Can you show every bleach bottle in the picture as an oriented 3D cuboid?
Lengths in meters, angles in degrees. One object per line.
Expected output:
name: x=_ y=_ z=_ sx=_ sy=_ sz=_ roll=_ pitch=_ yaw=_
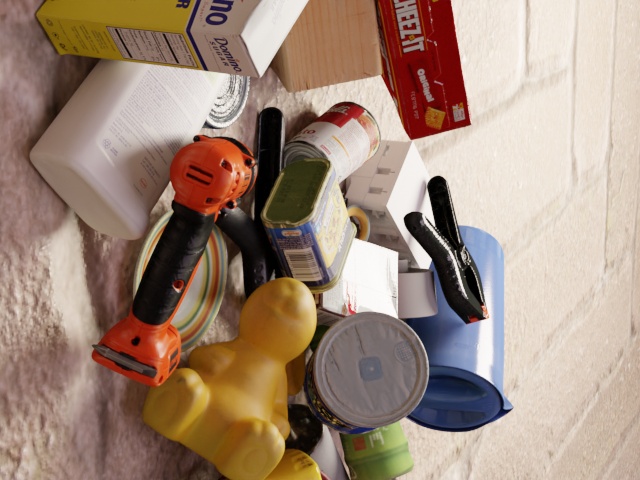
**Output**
bleach bottle: x=-0.113 y=-0.128 z=0.821 sx=0.250 sy=0.068 sz=0.102 roll=-59 pitch=137 yaw=-24

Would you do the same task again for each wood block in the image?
wood block: x=-0.008 y=-0.248 z=0.948 sx=0.090 sy=0.090 sz=0.206 roll=-119 pitch=-161 yaw=-62

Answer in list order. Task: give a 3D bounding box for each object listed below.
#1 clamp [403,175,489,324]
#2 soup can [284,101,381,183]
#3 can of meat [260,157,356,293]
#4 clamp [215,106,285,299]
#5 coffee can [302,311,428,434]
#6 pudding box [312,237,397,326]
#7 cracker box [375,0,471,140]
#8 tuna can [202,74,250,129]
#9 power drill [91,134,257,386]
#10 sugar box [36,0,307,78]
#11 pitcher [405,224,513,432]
clamp: x=0.141 y=0.020 z=1.183 sx=0.120 sy=0.039 sz=0.171 roll=-32 pitch=101 yaw=-55
soup can: x=0.009 y=-0.090 z=1.075 sx=0.102 sy=0.069 sz=0.068 roll=-44 pitch=134 yaw=-46
can of meat: x=-0.011 y=-0.015 z=0.989 sx=0.102 sy=0.057 sz=0.084 roll=-69 pitch=150 yaw=-45
clamp: x=-0.057 y=0.001 z=1.002 sx=0.164 sy=0.036 sz=0.210 roll=-59 pitch=148 yaw=-54
coffee can: x=0.039 y=0.128 z=1.005 sx=0.140 sy=0.103 sz=0.103 roll=111 pitch=-5 yaw=-76
pudding box: x=0.030 y=0.044 z=1.085 sx=0.113 sy=0.039 sz=0.090 roll=20 pitch=62 yaw=-39
cracker box: x=0.078 y=-0.224 z=1.052 sx=0.214 sy=0.072 sz=0.164 roll=-106 pitch=179 yaw=-52
tuna can: x=-0.096 y=-0.138 z=0.911 sx=0.086 sy=0.034 sz=0.086 roll=-23 pitch=117 yaw=-57
power drill: x=-0.104 y=0.008 z=0.815 sx=0.184 sy=0.057 sz=0.188 roll=-42 pitch=155 yaw=-83
sugar box: x=-0.102 y=-0.167 z=0.746 sx=0.093 sy=0.176 sz=0.048 roll=-63 pitch=146 yaw=-29
pitcher: x=0.154 y=0.096 z=1.299 sx=0.149 sy=0.145 sz=0.242 roll=57 pitch=33 yaw=-38
